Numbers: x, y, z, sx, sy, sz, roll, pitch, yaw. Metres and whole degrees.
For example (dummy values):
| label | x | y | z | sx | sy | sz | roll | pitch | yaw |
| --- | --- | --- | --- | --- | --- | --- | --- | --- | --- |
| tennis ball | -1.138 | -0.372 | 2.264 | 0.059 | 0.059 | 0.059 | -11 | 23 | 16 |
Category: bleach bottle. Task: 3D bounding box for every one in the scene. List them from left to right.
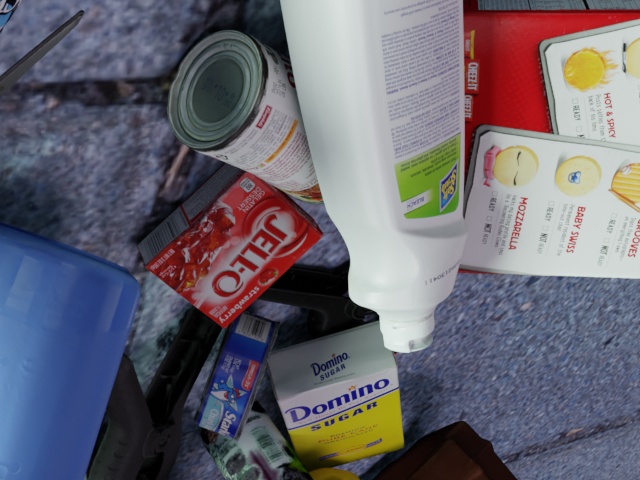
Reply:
| label | x | y | z | sx | sy | sz | roll | pitch | yaw |
| --- | --- | --- | --- | --- | --- | --- | --- | --- | --- |
| bleach bottle | 0.032 | -0.055 | 0.554 | 0.102 | 0.068 | 0.251 | -25 | 119 | -38 |

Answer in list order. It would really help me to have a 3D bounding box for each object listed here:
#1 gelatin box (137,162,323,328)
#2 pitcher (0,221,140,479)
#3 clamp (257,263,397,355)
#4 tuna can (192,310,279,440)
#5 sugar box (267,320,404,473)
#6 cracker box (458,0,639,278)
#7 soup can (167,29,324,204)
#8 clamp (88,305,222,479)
| label | x | y | z | sx | sy | sz | roll | pitch | yaw |
| --- | --- | --- | --- | --- | --- | --- | --- | --- | --- |
| gelatin box | -0.054 | 0.001 | 0.653 | 0.089 | 0.030 | 0.073 | -42 | 126 | 8 |
| pitcher | -0.189 | 0.111 | 0.530 | 0.243 | 0.145 | 0.149 | -71 | 158 | -8 |
| clamp | 0.036 | 0.028 | 0.773 | 0.164 | 0.036 | 0.210 | -29 | 147 | 5 |
| tuna can | -0.057 | 0.090 | 0.729 | 0.033 | 0.086 | 0.086 | 20 | 128 | -3 |
| sugar box | 0.016 | 0.129 | 0.842 | 0.093 | 0.048 | 0.176 | -16 | 152 | -2 |
| cracker box | 0.164 | -0.063 | 0.626 | 0.214 | 0.072 | 0.164 | 1 | 117 | 6 |
| soup can | -0.026 | -0.066 | 0.585 | 0.068 | 0.068 | 0.102 | -47 | 144 | 15 |
| clamp | -0.119 | 0.120 | 0.692 | 0.120 | 0.039 | 0.171 | -7 | 118 | -58 |
